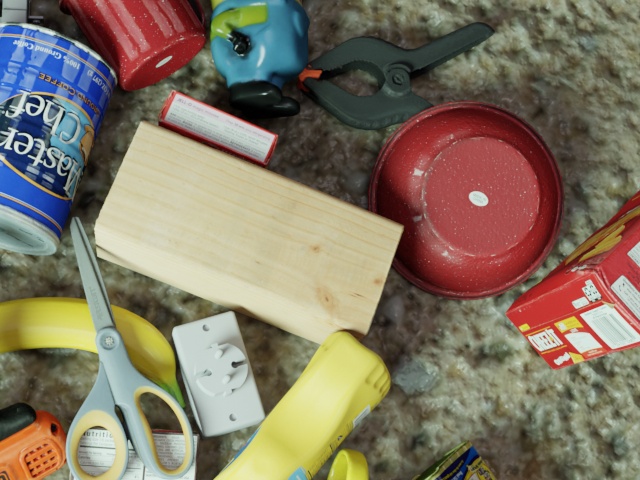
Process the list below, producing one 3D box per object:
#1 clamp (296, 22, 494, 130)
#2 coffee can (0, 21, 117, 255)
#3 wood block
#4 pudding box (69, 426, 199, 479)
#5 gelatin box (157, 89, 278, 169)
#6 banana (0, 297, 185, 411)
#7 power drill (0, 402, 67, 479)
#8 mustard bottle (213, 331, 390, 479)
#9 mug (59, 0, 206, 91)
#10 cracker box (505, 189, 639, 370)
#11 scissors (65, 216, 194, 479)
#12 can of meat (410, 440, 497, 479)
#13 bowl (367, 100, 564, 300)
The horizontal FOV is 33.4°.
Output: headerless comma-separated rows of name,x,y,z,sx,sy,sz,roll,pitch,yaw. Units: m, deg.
clamp,0.069,-0.137,0.885,0.171,0.039,0.120,13,71,-6
coffee can,-0.219,-0.073,0.782,0.102,0.103,0.140,18,72,-5
wood block,-0.055,0.000,0.798,0.206,0.091,0.090,22,72,-3
pudding box,-0.135,0.190,0.758,0.090,0.039,0.113,6,72,-8
gelatin box,-0.082,-0.073,0.822,0.089,0.073,0.030,22,72,-4
banana,-0.190,0.074,0.781,0.197,0.037,0.069,11,71,-7
power drill,-0.273,0.116,0.695,0.184,0.057,0.187,-28,121,-26
mustard bottle,-0.029,0.156,0.751,0.058,0.096,0.191,37,73,12
mug,-0.136,-0.174,0.841,0.117,0.093,0.081,-29,85,-52
cracker box,0.260,-0.001,0.816,0.213,0.164,0.072,-40,87,-17
scissors,-0.163,0.088,0.753,0.096,0.016,0.202,-31,81,-16
can of meat,0.101,0.201,0.767,0.058,0.101,0.084,-40,79,26
bowl,0.120,-0.033,0.836,0.162,0.055,0.162,0,89,-4
